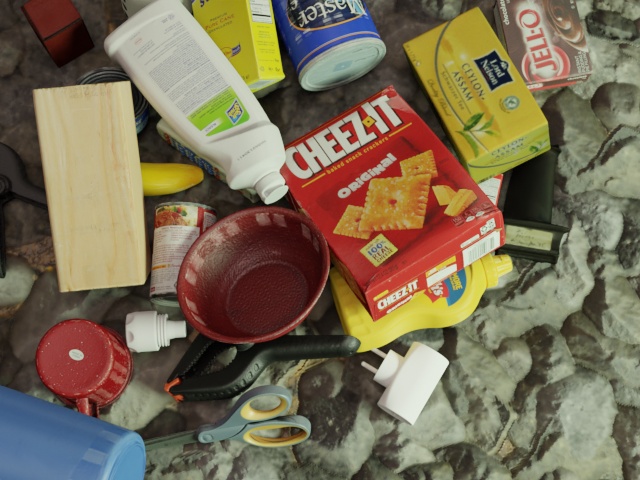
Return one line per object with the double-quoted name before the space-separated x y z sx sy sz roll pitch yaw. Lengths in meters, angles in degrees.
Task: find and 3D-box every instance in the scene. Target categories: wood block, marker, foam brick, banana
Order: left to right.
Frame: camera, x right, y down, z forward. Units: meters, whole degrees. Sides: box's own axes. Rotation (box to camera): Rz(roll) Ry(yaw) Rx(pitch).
"foam brick" -0.295 -0.241 1.204 0.051 0.078 0.053 -33 81 -8
"wood block" -0.235 -0.059 1.114 0.090 0.091 0.206 -6 100 -3
"banana" -0.231 -0.088 1.186 0.198 0.037 0.069 24 79 6
"marker" -0.058 0.001 1.150 0.121 0.020 0.020 8 75 26

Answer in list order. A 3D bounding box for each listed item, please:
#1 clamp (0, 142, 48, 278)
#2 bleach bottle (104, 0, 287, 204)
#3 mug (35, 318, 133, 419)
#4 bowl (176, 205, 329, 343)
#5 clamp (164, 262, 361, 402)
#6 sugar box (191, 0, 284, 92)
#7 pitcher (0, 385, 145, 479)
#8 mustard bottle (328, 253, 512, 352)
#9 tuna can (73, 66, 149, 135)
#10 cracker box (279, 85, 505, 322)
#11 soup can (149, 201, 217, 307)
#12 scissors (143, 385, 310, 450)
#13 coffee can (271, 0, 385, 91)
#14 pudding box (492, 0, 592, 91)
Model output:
"clamp" -0.342 -0.055 1.180 0.120 0.039 0.171 -27 81 -17
"bleach bottle" -0.122 -0.138 1.132 0.102 0.068 0.251 -37 73 3
"mug" -0.246 0.138 1.108 0.093 0.081 0.117 -6 77 -2
"bowl" -0.062 0.045 1.088 0.162 0.055 0.162 -9 54 12
"clamp" -0.065 0.109 1.109 0.210 0.036 0.165 -38 46 -2
"sugar box" -0.098 -0.251 1.182 0.048 0.094 0.176 -10 87 -46
"pitcher" -0.302 0.220 1.050 0.243 0.149 0.145 13 68 13
"mustard bottle" 0.111 0.049 1.138 0.191 0.058 0.096 -15 57 -5
"tuna can" -0.233 -0.151 1.189 0.086 0.034 0.086 4 55 -5
"cracker box" 0.066 -0.044 1.122 0.164 0.072 0.214 -30 57 -7
"soup can" -0.147 0.016 1.145 0.068 0.068 0.102 1 77 0
"scissors" -0.110 0.186 1.100 0.201 0.096 0.016 0 40 -2
"coffee can" 0.000 -0.253 1.192 0.102 0.103 0.140 -21 77 -5
"pudding box" 0.252 -0.229 1.217 0.090 0.039 0.113 -10 77 -2
